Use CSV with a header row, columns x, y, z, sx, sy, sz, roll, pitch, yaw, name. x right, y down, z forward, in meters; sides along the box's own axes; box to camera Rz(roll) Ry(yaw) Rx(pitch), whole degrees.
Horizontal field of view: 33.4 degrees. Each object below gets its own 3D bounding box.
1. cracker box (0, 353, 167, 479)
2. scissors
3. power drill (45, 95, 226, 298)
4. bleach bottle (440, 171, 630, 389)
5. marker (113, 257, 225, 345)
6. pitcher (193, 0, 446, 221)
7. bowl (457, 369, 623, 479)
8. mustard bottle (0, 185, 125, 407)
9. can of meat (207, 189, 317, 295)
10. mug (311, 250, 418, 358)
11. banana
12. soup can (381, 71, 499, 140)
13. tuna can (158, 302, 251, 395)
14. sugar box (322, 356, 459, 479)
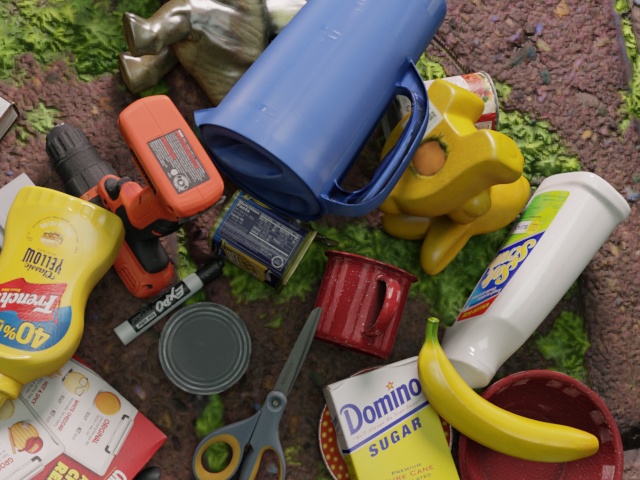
x,y,z,sx,sy,sz,roll,pitch,yaw,name
-0.265,0.161,0.909,0.213,0.072,0.164,42,41,0,cracker box
-0.061,0.151,0.977,0.096,0.016,0.202,9,96,3,scissors
-0.168,-0.053,0.942,0.057,0.188,0.184,-33,87,-33,power drill
0.188,0.051,1.019,0.068,0.103,0.250,40,77,-16,bleach bottle
-0.141,0.056,1.008,0.121,0.020,0.020,-37,87,-13,marker
0.018,-0.141,0.954,0.149,0.145,0.242,43,73,-25,pitcher
0.202,0.205,1.016,0.162,0.055,0.162,2,79,-9,bowl
-0.240,0.055,0.884,0.096,0.058,0.191,19,71,1,mustard bottle
-0.056,0.001,0.991,0.084,0.102,0.057,31,77,0,can of meat
0.041,0.062,0.990,0.093,0.117,0.081,20,81,-22,mug
0.157,0.153,0.963,0.197,0.037,0.070,36,105,-6,banana
0.117,-0.126,1.058,0.102,0.068,0.068,-11,81,-10,soup can
-0.109,0.102,0.998,0.086,0.034,0.086,2,79,-9,tuna can
0.072,0.204,0.979,0.093,0.048,0.176,-17,85,-11,sugar box
